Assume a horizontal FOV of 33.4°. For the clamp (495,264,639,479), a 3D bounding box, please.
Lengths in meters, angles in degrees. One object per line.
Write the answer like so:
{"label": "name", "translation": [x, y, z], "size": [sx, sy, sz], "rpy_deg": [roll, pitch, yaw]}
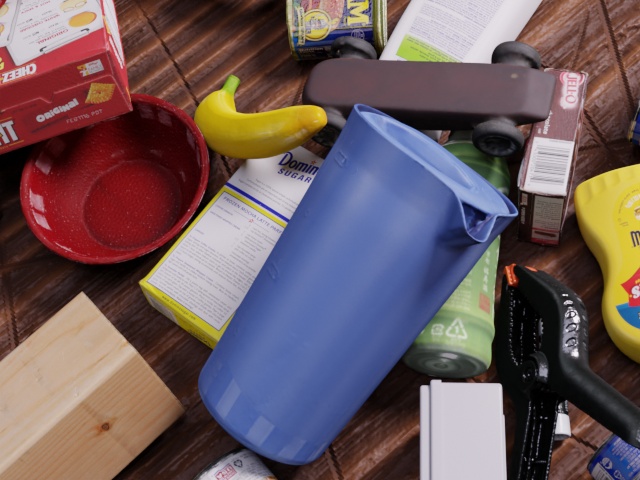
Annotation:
{"label": "clamp", "translation": [0.159, 0.108, 0.762], "size": [0.036, 0.165, 0.210], "rpy_deg": [14, 39, -21]}

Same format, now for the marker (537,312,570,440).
{"label": "marker", "translation": [0.175, 0.090, 0.807], "size": [0.020, 0.020, 0.121], "rpy_deg": [-2, 64, 7]}

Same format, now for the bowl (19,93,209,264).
{"label": "bowl", "translation": [-0.168, -0.043, 0.903], "size": [0.162, 0.055, 0.162], "rpy_deg": [-4, 64, 7]}

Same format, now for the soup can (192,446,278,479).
{"label": "soup can", "translation": [-0.044, 0.205, 0.755], "size": [0.068, 0.068, 0.102], "rpy_deg": [-40, 65, -11]}

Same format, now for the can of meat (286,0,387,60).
{"label": "can of meat", "translation": [0.015, -0.212, 0.951], "size": [0.084, 0.057, 0.102], "rpy_deg": [-2, 79, 10]}

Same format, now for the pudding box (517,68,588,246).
{"label": "pudding box", "translation": [0.183, -0.065, 0.842], "size": [0.039, 0.090, 0.113], "rpy_deg": [11, 67, 15]}

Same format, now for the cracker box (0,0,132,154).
{"label": "cracker box", "translation": [-0.258, -0.165, 0.932], "size": [0.164, 0.072, 0.214], "rpy_deg": [-19, 41, -1]}

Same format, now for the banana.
{"label": "banana", "translation": [-0.062, -0.098, 0.879], "size": [0.069, 0.037, 0.198], "rpy_deg": [-57, 32, 0]}

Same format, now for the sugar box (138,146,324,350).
{"label": "sugar box", "translation": [-0.056, 0.001, 0.871], "size": [0.093, 0.048, 0.176], "rpy_deg": [32, 69, 23]}

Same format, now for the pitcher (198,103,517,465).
{"label": "pitcher", "translation": [0.014, 0.030, 0.761], "size": [0.145, 0.149, 0.243], "rpy_deg": [37, 105, 10]}

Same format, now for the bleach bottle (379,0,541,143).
{"label": "bleach bottle", "translation": [0.096, -0.160, 0.919], "size": [0.103, 0.068, 0.250], "rpy_deg": [31, 75, 24]}

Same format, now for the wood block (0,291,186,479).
{"label": "wood block", "translation": [-0.215, 0.151, 0.784], "size": [0.206, 0.090, 0.090], "rpy_deg": [-41, 47, -12]}
